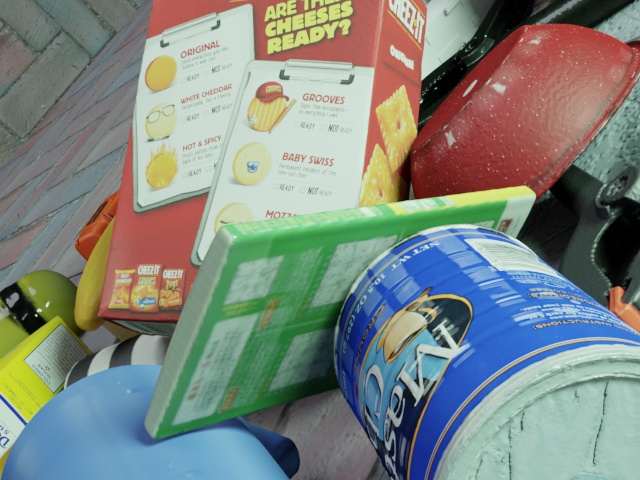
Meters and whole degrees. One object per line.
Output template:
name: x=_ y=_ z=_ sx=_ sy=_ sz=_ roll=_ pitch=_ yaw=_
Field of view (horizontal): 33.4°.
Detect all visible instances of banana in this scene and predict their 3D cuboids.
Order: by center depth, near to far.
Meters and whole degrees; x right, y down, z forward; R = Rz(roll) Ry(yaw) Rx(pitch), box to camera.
banana: x=-0.106 y=-0.024 z=0.717 sx=0.197 sy=0.037 sz=0.070 roll=-52 pitch=21 yaw=-15

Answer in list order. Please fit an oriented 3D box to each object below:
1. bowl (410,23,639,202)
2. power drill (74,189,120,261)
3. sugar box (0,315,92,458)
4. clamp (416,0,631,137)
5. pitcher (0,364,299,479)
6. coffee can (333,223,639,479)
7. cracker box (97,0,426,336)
bowl: x=0.099 y=-0.064 z=0.580 sx=0.162 sy=0.055 sz=0.162 roll=-48 pitch=6 yaw=6
power drill: x=-0.163 y=-0.050 z=1.030 sx=0.188 sy=0.057 sz=0.184 roll=-45 pitch=11 yaw=33
sugar box: x=-0.225 y=0.120 z=0.704 sx=0.093 sy=0.048 sz=0.176 roll=-38 pitch=6 yaw=18
clamp: x=0.121 y=-0.122 z=0.729 sx=0.210 sy=0.036 sz=0.165 roll=-46 pitch=19 yaw=-12
pitcher: x=-0.060 y=0.149 z=0.430 sx=0.149 sy=0.145 sz=0.243 roll=-56 pitch=24 yaw=-4
coffee can: x=0.069 y=0.061 z=0.387 sx=0.103 sy=0.102 sz=0.140 roll=-44 pitch=20 yaw=3
cracker box: x=-0.031 y=-0.048 z=0.629 sx=0.164 sy=0.072 sz=0.213 roll=0 pitch=74 yaw=28
